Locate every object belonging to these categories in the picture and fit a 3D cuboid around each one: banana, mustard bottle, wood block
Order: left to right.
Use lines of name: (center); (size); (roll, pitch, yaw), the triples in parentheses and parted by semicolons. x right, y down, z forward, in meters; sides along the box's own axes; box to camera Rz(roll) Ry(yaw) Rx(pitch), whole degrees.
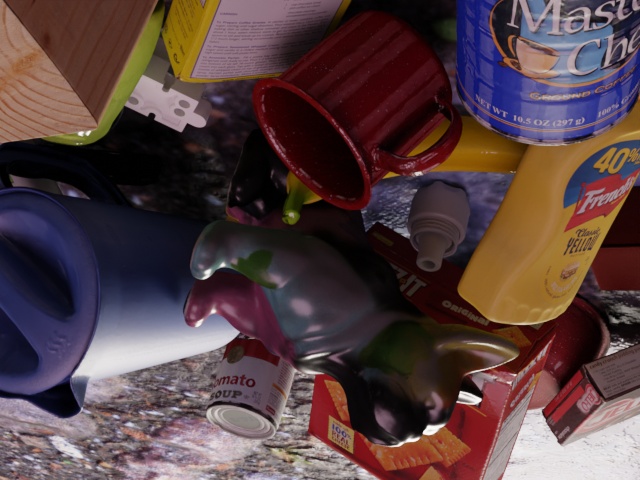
wood block: (-0.129, -0.154, 0.519); (0.091, 0.206, 0.090); (-4, 141, 26)
banana: (0.059, -0.051, 0.689); (0.197, 0.070, 0.037); (-13, 145, -15)
mustard bottle: (0.157, -0.040, 0.652); (0.096, 0.058, 0.192); (-7, 129, -42)

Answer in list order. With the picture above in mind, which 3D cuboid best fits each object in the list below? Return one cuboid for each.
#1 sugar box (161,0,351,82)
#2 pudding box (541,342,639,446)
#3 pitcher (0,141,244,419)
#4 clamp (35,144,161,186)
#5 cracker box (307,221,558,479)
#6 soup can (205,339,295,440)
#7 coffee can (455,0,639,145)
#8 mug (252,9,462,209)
sugar box: (-0.021, -0.157, 0.582); (0.093, 0.048, 0.176); (-9, 153, -28)
pudding box: (0.242, 0.115, 0.844); (0.113, 0.039, 0.090); (-19, 155, -22)
pitcher: (-0.149, 0.025, 0.767); (0.145, 0.149, 0.242); (22, -172, 23)
clamp: (-0.237, -0.065, 0.841); (0.164, 0.036, 0.210); (36, 137, -26)
cracker box: (0.079, 0.114, 0.849); (0.164, 0.072, 0.214); (30, 139, 22)
soup can: (-0.059, 0.122, 0.973); (0.068, 0.102, 0.068); (11, 146, 8)
coffee can: (0.119, -0.132, 0.539); (0.103, 0.102, 0.140); (8, 145, 13)
mug: (0.029, -0.074, 0.607); (0.117, 0.081, 0.093); (30, 153, 39)
